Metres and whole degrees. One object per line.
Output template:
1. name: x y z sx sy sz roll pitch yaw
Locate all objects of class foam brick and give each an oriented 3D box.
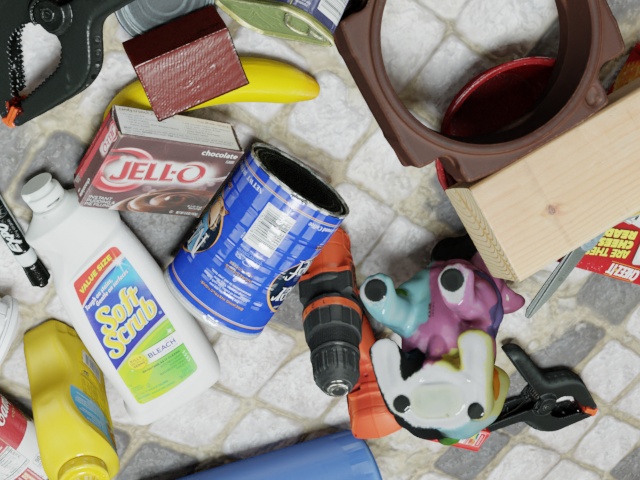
1. foam brick: -0.102 -0.135 0.812 0.078 0.053 0.051 -23 126 -4

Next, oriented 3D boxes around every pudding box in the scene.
1. pudding box: -0.133 -0.063 0.872 0.113 0.039 0.090 3 144 -35

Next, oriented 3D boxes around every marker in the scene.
1. marker: -0.261 -0.006 0.900 0.020 0.020 0.121 -25 126 -4

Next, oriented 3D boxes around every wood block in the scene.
1. wood block: 0.224 -0.057 0.909 0.206 0.090 0.091 -30 94 -4

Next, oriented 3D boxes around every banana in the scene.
1. banana: -0.097 -0.119 0.881 0.197 0.037 0.069 -17 151 -6

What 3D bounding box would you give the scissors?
1. scissors: 0.244 -0.018 0.998 0.202 0.016 0.096 -42 117 12

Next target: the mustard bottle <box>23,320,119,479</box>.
1. mustard bottle: -0.211 0.157 0.915 0.058 0.192 0.096 -27 126 -2

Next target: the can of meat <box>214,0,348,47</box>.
1. can of meat: -0.019 -0.200 0.802 0.057 0.102 0.084 31 82 -47

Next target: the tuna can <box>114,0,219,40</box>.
1. tuna can: -0.121 -0.194 0.823 0.086 0.034 0.086 -9 124 -15

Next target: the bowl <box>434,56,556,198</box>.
1. bowl: 0.170 -0.101 0.976 0.162 0.055 0.162 -9 124 -15

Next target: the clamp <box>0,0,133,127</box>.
1. clamp: -0.202 -0.180 0.786 0.164 0.036 0.210 34 117 -7

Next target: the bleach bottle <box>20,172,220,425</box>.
1. bleach bottle: -0.187 0.048 0.937 0.102 0.068 0.250 -30 124 0

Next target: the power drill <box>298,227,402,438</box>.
1. power drill: 0.030 0.104 0.988 0.057 0.184 0.187 -12 135 10

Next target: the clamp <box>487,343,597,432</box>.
1. clamp: 0.242 0.167 1.184 0.171 0.039 0.120 2 125 -29

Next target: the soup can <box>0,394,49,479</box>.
1. soup can: -0.296 0.183 0.978 0.068 0.068 0.102 -36 127 4

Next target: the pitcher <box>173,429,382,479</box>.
1. pitcher: -0.060 0.286 1.105 0.242 0.149 0.145 -17 110 -14

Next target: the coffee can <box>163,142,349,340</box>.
1. coffee can: -0.056 0.001 0.928 0.102 0.103 0.140 26 109 -32
